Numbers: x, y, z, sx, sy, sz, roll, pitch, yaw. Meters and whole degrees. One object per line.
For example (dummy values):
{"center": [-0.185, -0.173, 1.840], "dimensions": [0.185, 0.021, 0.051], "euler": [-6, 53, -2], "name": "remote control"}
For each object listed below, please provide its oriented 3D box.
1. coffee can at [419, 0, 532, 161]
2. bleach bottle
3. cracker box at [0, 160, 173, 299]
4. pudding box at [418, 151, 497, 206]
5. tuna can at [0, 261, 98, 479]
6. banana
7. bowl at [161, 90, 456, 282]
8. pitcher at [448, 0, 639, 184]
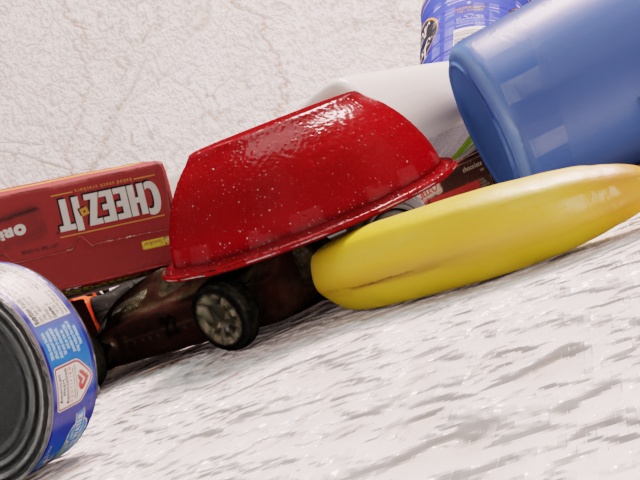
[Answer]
{"center": [0.135, -0.152, 0.920], "dimensions": [0.103, 0.102, 0.140], "euler": [-21, 43, 29], "name": "coffee can"}
{"center": [0.072, -0.078, 0.733], "dimensions": [0.250, 0.068, 0.103], "euler": [-22, -20, -52], "name": "bleach bottle"}
{"center": [-0.187, 0.006, 0.703], "dimensions": [0.164, 0.072, 0.214], "euler": [-14, -1, -16], "name": "cracker box"}
{"center": [0.140, -0.057, 0.822], "dimensions": [0.113, 0.039, 0.090], "euler": [-23, 1, -34], "name": "pudding box"}
{"center": [-0.129, 0.052, 0.412], "dimensions": [0.086, 0.086, 0.033], "euler": [-21, 2, 26], "name": "tuna can"}
{"center": [0.049, 0.001, 0.464], "dimensions": [0.069, 0.037, 0.198], "euler": [-27, 5, -34], "name": "banana"}
{"center": [-0.015, -0.035, 0.544], "dimensions": [0.162, 0.055, 0.162], "euler": [-21, 8, 3], "name": "bowl"}
{"center": [0.206, -0.111, 0.615], "dimensions": [0.243, 0.145, 0.149], "euler": [-26, -12, 0], "name": "pitcher"}
